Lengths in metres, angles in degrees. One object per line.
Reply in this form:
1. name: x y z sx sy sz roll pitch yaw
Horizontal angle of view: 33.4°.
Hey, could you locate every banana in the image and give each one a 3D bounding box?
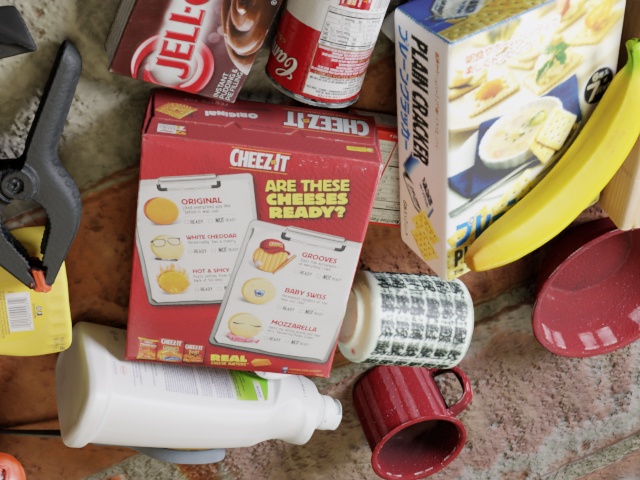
1. banana: 0.179 -0.052 0.773 0.069 0.037 0.198 26 105 -35

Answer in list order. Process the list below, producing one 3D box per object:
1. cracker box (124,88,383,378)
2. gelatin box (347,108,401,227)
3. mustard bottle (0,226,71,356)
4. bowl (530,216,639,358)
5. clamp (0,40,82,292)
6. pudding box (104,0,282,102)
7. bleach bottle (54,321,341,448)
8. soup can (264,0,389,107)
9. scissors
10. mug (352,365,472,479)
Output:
1. cracker box: -0.055 0.001 0.793 0.164 0.072 0.214 6 128 -7
2. gelatin box: 0.042 -0.055 0.828 0.073 0.030 0.089 5 127 -27
3. mustard bottle: -0.281 0.047 0.771 0.191 0.058 0.096 -7 122 -15
4. bowl: 0.255 0.032 0.970 0.162 0.055 0.162 -11 133 -12
5. clamp: -0.215 -0.046 0.708 0.120 0.039 0.171 -3 109 -8
6. pudding box: -0.079 -0.151 0.689 0.089 0.039 0.114 10 125 -28
7. bleach bottle: -0.091 0.135 0.894 0.250 0.102 0.068 14 124 -30
8. soup can: 0.008 -0.148 0.705 0.068 0.068 0.102 2 128 -23
9. scissors: -0.177 0.164 0.936 0.202 0.096 0.016 7 105 10
10. mug: 0.088 0.159 1.000 0.117 0.081 0.093 -38 133 13
